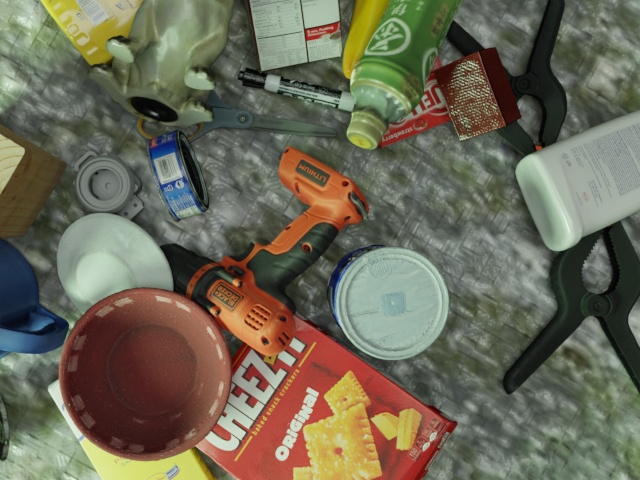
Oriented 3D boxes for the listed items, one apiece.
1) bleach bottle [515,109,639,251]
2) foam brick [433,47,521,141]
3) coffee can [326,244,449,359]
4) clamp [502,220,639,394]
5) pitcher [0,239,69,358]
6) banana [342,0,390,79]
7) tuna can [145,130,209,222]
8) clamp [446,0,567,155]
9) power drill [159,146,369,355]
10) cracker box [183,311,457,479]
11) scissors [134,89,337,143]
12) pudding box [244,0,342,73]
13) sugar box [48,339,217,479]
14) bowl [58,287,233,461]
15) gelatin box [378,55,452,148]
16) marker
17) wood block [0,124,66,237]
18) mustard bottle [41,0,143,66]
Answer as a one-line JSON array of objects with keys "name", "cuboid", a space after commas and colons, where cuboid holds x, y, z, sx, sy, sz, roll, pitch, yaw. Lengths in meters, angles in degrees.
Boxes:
[{"name": "bleach bottle", "cuboid": [0.326, -0.079, 1.067, 0.250, 0.068, 0.102, -21, 83, -15]}, {"name": "foam brick", "cuboid": [0.155, -0.145, 1.051, 0.053, 0.051, 0.078, -17, 98, 32]}, {"name": "coffee can", "cuboid": [0.061, 0.056, 1.027, 0.102, 0.140, 0.103, 0, 91, -4]}, {"name": "clamp", "cuboid": [0.269, 0.071, 1.091, 0.164, 0.036, 0.210, 1, 88, -4]}, {"name": "pitcher", "cuboid": [-0.331, 0.066, 0.953, 0.149, 0.243, 0.145, -26, 94, -2]}, {"name": "banana", "cuboid": [0.049, -0.260, 1.063, 0.037, 0.069, 0.198, 10, 100, 35]}, {"name": "tuna can", "cuboid": [-0.138, -0.063, 1.040, 0.034, 0.086, 0.086, -19, 92, 4]}, {"name": "clamp", "cuboid": [0.194, -0.162, 1.085, 0.120, 0.039, 0.171, -6, 94, 11]}, {"name": "power drill", "cuboid": [-0.057, 0.001, 1.038, 0.185, 0.057, 0.187, 31, 78, 33]}, {"name": "cracker box", "cuboid": [-0.001, 0.183, 1.031, 0.214, 0.072, 0.164, 34, 88, 15]}, {"name": "scissors", "cuboid": [-0.088, -0.141, 1.079, 0.201, 0.016, 0.096, -7, 91, -3]}, {"name": "pudding box", "cuboid": [-0.026, -0.223, 1.037, 0.090, 0.113, 0.039, -11, 48, -3]}, {"name": "sugar box", "cuboid": [-0.186, 0.195, 1.062, 0.093, 0.048, 0.176, -32, 93, -2]}, {"name": "bowl", "cuboid": [-0.163, 0.124, 1.013, 0.162, 0.055, 0.162, 0, 89, -1]}, {"name": "gelatin box", "cuboid": [0.088, -0.143, 1.082, 0.089, 0.030, 0.073, -21, 92, -3]}, {"name": "marker", "cuboid": [-0.024, -0.153, 1.081, 0.121, 0.020, 0.020, 13, 90, -3]}, {"name": "wood block", "cuboid": [-0.308, -0.061, 0.972, 0.091, 0.206, 0.090, 32, 89, -4]}, {"name": "mustard bottle", "cuboid": [-0.174, -0.260, 1.051, 0.191, 0.058, 0.096, -37, 95, -2]}]
